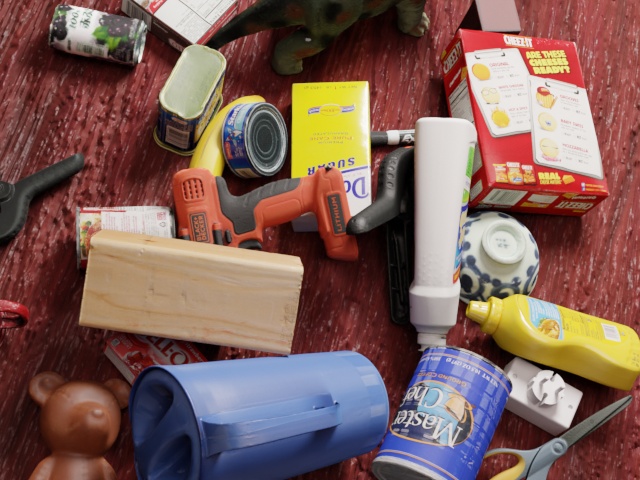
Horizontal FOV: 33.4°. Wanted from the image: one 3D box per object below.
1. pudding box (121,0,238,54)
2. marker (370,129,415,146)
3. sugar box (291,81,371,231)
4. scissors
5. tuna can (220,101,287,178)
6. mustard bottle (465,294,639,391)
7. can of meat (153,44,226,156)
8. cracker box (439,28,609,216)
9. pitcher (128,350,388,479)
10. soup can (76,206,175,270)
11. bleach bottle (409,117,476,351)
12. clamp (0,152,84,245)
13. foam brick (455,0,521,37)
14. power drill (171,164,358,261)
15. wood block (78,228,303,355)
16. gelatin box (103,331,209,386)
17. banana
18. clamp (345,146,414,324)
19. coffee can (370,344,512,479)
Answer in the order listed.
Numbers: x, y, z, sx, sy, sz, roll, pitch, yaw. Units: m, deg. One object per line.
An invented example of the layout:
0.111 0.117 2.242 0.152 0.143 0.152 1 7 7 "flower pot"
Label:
-0.170 -0.285 1.292 0.113 0.039 0.090 37 65 4 "pudding box"
0.110 -0.125 1.286 0.121 0.020 0.020 -4 68 -13 "marker"
0.012 -0.098 1.233 0.093 0.048 0.176 -2 64 3 "sugar box"
0.250 0.240 1.126 0.202 0.016 0.096 -18 81 1 "scissors"
-0.074 -0.114 1.208 0.034 0.086 0.086 0 59 33 "tuna can"
0.253 0.103 1.179 0.191 0.058 0.096 18 28 -4 "mustard bottle"
-0.148 -0.161 1.216 0.057 0.084 0.102 23 65 -1 "can of meat"
0.241 -0.139 1.280 0.164 0.072 0.214 2 65 -20 "cracker box"
-0.048 0.172 1.022 0.242 0.145 0.149 -4 38 -38 "pitcher"
-0.209 -0.003 1.144 0.102 0.069 0.068 -1 67 -12 "soup can"
0.130 -0.003 1.174 0.068 0.102 0.251 3 86 11 "bleach bottle"
-0.335 -0.052 1.158 0.120 0.039 0.171 17 71 2 "clamp"
0.208 -0.261 1.332 0.051 0.078 0.053 -3 68 -14 "foam brick"
-0.058 0.001 1.145 0.187 0.057 0.184 -10 91 -5 "power drill"
-0.127 0.050 1.069 0.206 0.091 0.090 9 96 -4 "wood block"
-0.171 0.122 1.112 0.073 0.030 0.089 -35 78 -34 "gelatin box"
-0.113 -0.096 1.215 0.037 0.069 0.197 0 62 33 "banana"
0.086 -0.022 1.200 0.036 0.164 0.209 -4 40 24 "clamp"
0.127 0.194 1.104 0.103 0.103 0.140 27 64 2 "coffee can"
